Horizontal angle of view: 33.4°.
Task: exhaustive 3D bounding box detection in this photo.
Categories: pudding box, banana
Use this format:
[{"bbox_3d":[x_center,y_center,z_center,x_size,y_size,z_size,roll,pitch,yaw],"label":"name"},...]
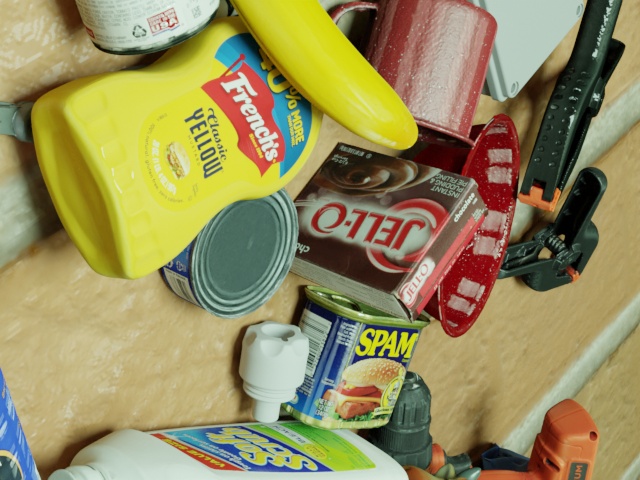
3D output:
[{"bbox_3d":[0.034,-0.008,0.667,0.090,0.114,0.039,-53,135,-20],"label":"pudding box"},{"bbox_3d":[-0.014,-0.124,0.536,0.069,0.037,0.198,-36,101,-37],"label":"banana"}]

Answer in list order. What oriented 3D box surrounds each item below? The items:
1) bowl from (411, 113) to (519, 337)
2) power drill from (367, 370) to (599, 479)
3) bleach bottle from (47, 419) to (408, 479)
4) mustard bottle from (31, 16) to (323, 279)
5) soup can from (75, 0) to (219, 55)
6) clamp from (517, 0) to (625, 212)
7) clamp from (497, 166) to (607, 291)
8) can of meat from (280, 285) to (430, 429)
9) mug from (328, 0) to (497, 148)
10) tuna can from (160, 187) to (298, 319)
[{"bbox_3d":[0.092,-0.015,0.763,0.161,0.055,0.162,-41,138,-52],"label":"bowl"},{"bbox_3d":[0.123,0.175,0.850,0.187,0.057,0.184,-4,120,-14],"label":"power drill"},{"bbox_3d":[-0.054,0.152,0.647,0.250,0.103,0.068,12,102,-53],"label":"bleach bottle"},{"bbox_3d":[-0.052,-0.063,0.555,0.191,0.058,0.096,-35,116,-39],"label":"mustard bottle"},{"bbox_3d":[-0.090,-0.145,0.489,0.068,0.069,0.102,-42,136,-30],"label":"soup can"},{"bbox_3d":[0.206,-0.116,0.843,0.210,0.036,0.164,-68,161,-9],"label":"clamp"},{"bbox_3d":[0.207,-0.003,0.908,0.120,0.039,0.171,-40,158,14],"label":"clamp"},{"bbox_3d":[0.020,0.082,0.743,0.101,0.058,0.084,11,101,-52],"label":"can of meat"},{"bbox_3d":[0.052,-0.112,0.672,0.117,0.093,0.081,15,91,-16],"label":"mug"},{"bbox_3d":[-0.054,0.001,0.631,0.085,0.034,0.086,-25,125,-41],"label":"tuna can"}]
